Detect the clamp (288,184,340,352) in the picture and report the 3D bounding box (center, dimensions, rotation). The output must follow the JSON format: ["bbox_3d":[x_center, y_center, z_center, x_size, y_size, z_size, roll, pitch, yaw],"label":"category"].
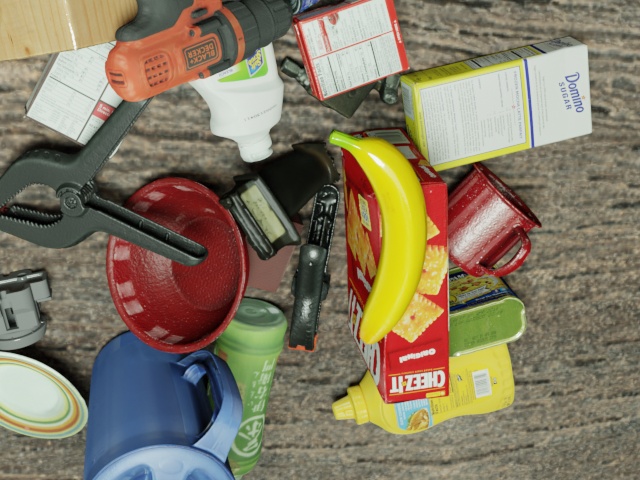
[{"bbox_3d":[-0.007,0.032,1.045,0.039,0.120,0.172,16,133,5],"label":"clamp"}]

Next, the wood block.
[{"bbox_3d":[-0.214,-0.252,0.825,0.090,0.090,0.206,-1,107,33],"label":"wood block"}]

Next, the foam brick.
[{"bbox_3d":[-0.057,0.001,1.032,0.053,0.051,0.078,17,109,-20],"label":"foam brick"}]

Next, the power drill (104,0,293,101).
[{"bbox_3d":[-0.102,-0.219,0.827,0.184,0.057,0.187,-33,122,-38],"label":"power drill"}]

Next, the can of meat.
[{"bbox_3d":[0.150,0.070,1.091,0.102,0.084,0.057,-16,116,-6],"label":"can of meat"}]

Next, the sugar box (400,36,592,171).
[{"bbox_3d":[0.170,-0.131,1.028,0.176,0.048,0.093,-14,116,-10],"label":"sugar box"}]

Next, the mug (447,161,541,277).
[{"bbox_3d":[0.161,-0.010,1.043,0.081,0.117,0.093,-46,137,15],"label":"mug"}]

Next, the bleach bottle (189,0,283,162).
[{"bbox_3d":[-0.097,-0.182,0.932,0.102,0.068,0.251,-25,119,-16],"label":"bleach bottle"}]

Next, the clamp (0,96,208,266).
[{"bbox_3d":[-0.206,-0.033,0.947,0.210,0.036,0.164,-15,110,21],"label":"clamp"}]

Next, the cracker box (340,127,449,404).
[{"bbox_3d":[0.067,0.020,1.006,0.072,0.164,0.214,-6,115,-8],"label":"cracker box"}]

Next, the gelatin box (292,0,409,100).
[{"bbox_3d":[0.026,-0.173,0.936,0.089,0.030,0.073,-21,114,-7],"label":"gelatin box"}]

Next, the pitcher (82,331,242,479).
[{"bbox_3d":[-0.148,0.173,0.982,0.149,0.243,0.145,-10,115,-8],"label":"pitcher"}]

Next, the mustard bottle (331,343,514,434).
[{"bbox_3d":[0.106,0.155,1.133,0.191,0.058,0.096,-15,117,-6],"label":"mustard bottle"}]

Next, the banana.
[{"bbox_3d":[0.055,-0.005,0.884,0.070,0.037,0.198,-5,113,10],"label":"banana"}]

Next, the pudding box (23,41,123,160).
[{"bbox_3d":[-0.198,-0.140,0.946,0.090,0.039,0.113,28,103,-19],"label":"pudding box"}]

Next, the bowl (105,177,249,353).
[{"bbox_3d":[-0.122,0.022,0.997,0.055,0.162,0.162,-2,123,-59],"label":"bowl"}]
